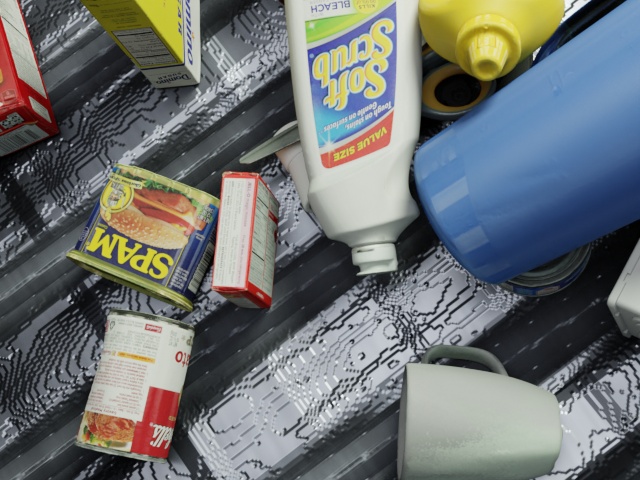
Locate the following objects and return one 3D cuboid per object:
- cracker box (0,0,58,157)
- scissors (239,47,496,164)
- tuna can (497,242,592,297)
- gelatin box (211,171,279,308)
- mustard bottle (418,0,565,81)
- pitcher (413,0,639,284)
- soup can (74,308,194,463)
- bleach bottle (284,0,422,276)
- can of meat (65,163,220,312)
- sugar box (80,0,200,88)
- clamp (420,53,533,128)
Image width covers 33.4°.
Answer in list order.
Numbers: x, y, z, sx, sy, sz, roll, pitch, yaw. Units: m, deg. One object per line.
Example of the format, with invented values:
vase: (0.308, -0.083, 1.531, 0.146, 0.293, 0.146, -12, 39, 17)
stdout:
cracker box: (-0.330, -0.159, 0.886, 0.164, 0.072, 0.214, -22, 73, 5)
scissors: (0.043, -0.092, 0.785, 0.202, 0.016, 0.096, -41, 71, 0)
tuna can: (0.153, -0.004, 0.772, 0.086, 0.033, 0.086, -3, 76, 11)
gelatin box: (-0.055, 0.001, 0.792, 0.030, 0.073, 0.089, 1, 77, 11)
mustard bottle: (0.116, -0.165, 0.720, 0.096, 0.058, 0.191, -4, 39, 15)
pitcher: (0.182, -0.079, 0.675, 0.243, 0.149, 0.145, -31, 91, 25)
soup can: (-0.136, 0.107, 0.787, 0.068, 0.068, 0.102, 9, 78, 13)
bleach bottle: (0.033, -0.102, 0.749, 0.102, 0.068, 0.251, -7, 85, 7)
can of meat: (-0.129, -0.004, 0.818, 0.102, 0.057, 0.084, 21, 79, 15)
sugar box: (-0.133, -0.189, 0.799, 0.048, 0.176, 0.093, -5, 77, 12)
clamp: (0.109, -0.091, 0.799, 0.171, 0.039, 0.120, -43, 74, -1)
